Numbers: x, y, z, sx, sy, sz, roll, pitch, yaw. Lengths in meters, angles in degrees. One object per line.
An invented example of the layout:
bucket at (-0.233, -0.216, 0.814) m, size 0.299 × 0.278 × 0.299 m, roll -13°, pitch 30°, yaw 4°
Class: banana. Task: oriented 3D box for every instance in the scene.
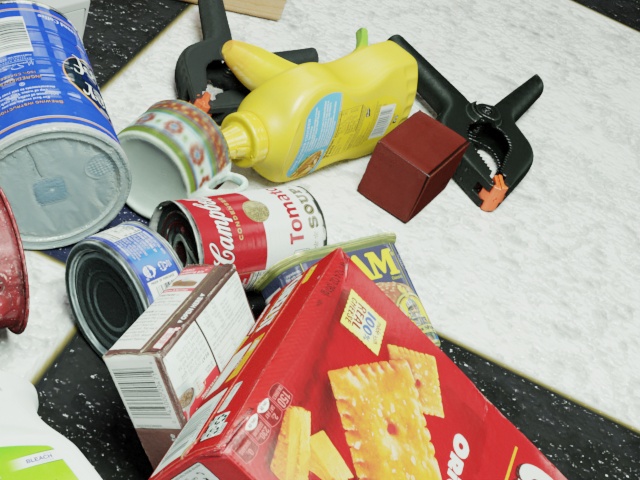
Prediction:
banana at (-0.010, -0.138, 0.898) m, size 0.197 × 0.037 × 0.069 m, roll -20°, pitch 83°, yaw -54°

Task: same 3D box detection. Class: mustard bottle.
mustard bottle at (-0.009, -0.093, 0.824) m, size 0.191 × 0.096 × 0.058 m, roll -23°, pitch 58°, yaw -42°

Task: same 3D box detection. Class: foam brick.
foam brick at (0.075, -0.060, 0.863) m, size 0.051 × 0.053 × 0.078 m, roll 35°, pitch 39°, yaw 13°

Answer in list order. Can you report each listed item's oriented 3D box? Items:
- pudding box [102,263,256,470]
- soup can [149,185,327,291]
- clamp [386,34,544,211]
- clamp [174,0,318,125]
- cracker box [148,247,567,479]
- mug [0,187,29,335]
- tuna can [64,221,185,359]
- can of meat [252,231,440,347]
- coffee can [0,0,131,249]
pudding box at (-0.064, 0.082, 0.589) m, size 0.039 × 0.113 × 0.090 m, roll -2°, pitch 30°, yaw 27°
soup can at (-0.055, 0.001, 0.717) m, size 0.102 × 0.069 × 0.068 m, roll -9°, pitch 49°, yaw -35°
clamp at (0.150, -0.105, 0.964) m, size 0.164 × 0.036 × 0.210 m, roll 7°, pitch 44°, yaw -19°
clamp at (-0.081, -0.154, 0.901) m, size 0.120 × 0.039 × 0.171 m, roll 33°, pitch 38°, yaw 5°
cracker box at (0.037, 0.132, 0.554) m, size 0.213 × 0.072 × 0.164 m, roll 45°, pitch 39°, yaw -9°
mug at (-0.212, 0.021, 0.592) m, size 0.081 × 0.093 × 0.117 m, roll -12°, pitch 29°, yaw -30°
tuna can at (-0.114, 0.034, 0.635) m, size 0.033 × 0.086 × 0.086 m, roll -25°, pitch 59°, yaw -41°
can of meat at (0.019, 0.049, 0.692) m, size 0.101 × 0.058 × 0.084 m, roll -12°, pitch 71°, yaw -35°
coffee can at (-0.193, -0.078, 0.710) m, size 0.102 × 0.103 × 0.140 m, roll -2°, pitch 45°, yaw -28°
